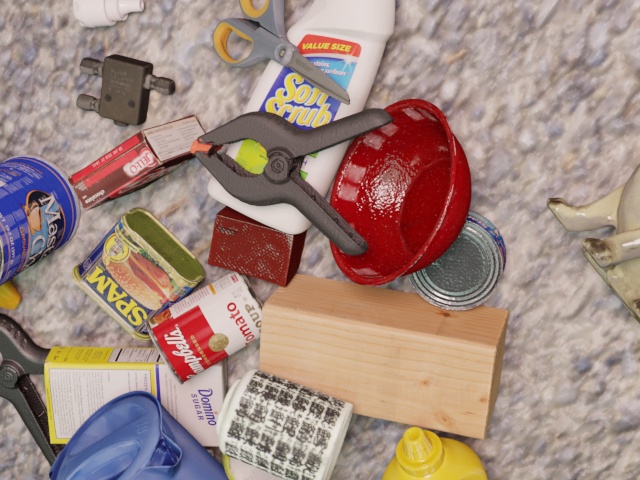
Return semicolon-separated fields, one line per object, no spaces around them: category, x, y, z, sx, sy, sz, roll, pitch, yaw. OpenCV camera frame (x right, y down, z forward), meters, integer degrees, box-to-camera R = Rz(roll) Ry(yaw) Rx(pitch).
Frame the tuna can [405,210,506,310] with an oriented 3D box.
tuna can;0.120;0.016;0.940;0.086;0.033;0.086;6;110;16

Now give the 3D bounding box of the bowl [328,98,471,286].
bowl;0.075;-0.034;0.896;0.055;0.162;0.162;18;120;-33

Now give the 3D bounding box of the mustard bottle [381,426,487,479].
mustard bottle;0.104;0.230;0.957;0.096;0.058;0.191;-22;132;0

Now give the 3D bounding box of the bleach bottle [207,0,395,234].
bleach bottle;-0.009;-0.136;0.914;0.102;0.068;0.251;26;111;9

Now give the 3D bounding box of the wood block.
wood block;0.056;0.100;0.958;0.206;0.090;0.090;9;111;15

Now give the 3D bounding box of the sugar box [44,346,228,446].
sugar box;-0.180;0.154;1.056;0.176;0.048;0.093;0;111;0

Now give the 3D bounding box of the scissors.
scissors;-0.026;-0.172;0.871;0.202;0.016;0.096;22;98;49

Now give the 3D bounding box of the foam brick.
foam brick;-0.056;0.001;0.981;0.078;0.051;0.053;17;112;11

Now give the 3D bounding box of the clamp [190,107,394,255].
clamp;-0.022;-0.071;0.880;0.171;0.039;0.120;22;97;13

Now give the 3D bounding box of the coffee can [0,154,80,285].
coffee can;-0.305;-0.015;1.004;0.103;0.140;0.103;6;110;15

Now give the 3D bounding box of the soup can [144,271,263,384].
soup can;-0.102;0.079;0.993;0.102;0.068;0.068;-30;99;-5

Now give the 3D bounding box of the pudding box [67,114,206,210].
pudding box;-0.159;-0.071;0.953;0.090;0.113;0.039;-27;95;24

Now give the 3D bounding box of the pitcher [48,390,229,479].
pitcher;-0.139;0.265;1.026;0.145;0.149;0.242;-41;120;0

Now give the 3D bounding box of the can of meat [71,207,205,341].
can of meat;-0.173;0.031;1.025;0.102;0.057;0.084;44;112;-2

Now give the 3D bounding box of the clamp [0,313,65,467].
clamp;-0.309;0.130;1.112;0.210;0.036;0.165;38;114;-3
